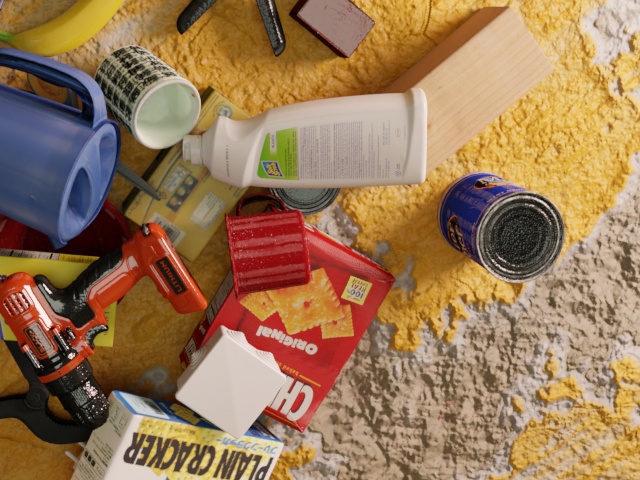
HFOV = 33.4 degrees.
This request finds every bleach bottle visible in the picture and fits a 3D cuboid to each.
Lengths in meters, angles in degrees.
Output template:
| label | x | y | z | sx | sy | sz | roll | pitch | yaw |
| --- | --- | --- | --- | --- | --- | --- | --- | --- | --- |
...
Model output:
| label | x | y | z | sx | sy | sz | roll | pitch | yaw |
| --- | --- | --- | --- | --- | --- | --- | --- | --- | --- |
| bleach bottle | -0.017 | -0.105 | 1.112 | 0.251 | 0.068 | 0.102 | -1 | 108 | -1 |

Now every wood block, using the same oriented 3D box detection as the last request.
| label | x | y | z | sx | sy | sz | roll | pitch | yaw |
| --- | --- | --- | --- | --- | --- | --- | --- | --- | --- |
| wood block | 0.145 | -0.163 | 1.200 | 0.206 | 0.091 | 0.090 | -40 | 107 | -1 |

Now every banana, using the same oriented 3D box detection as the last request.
| label | x | y | z | sx | sy | sz | roll | pitch | yaw |
| --- | --- | --- | --- | --- | --- | --- | --- | --- | --- |
| banana | -0.251 | -0.254 | 1.128 | 0.198 | 0.037 | 0.069 | -39 | 107 | -1 |

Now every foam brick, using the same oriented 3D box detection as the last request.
| label | x | y | z | sx | sy | sz | roll | pitch | yaw |
| --- | --- | --- | --- | --- | --- | --- | --- | --- | --- |
| foam brick | 0.013 | -0.245 | 1.175 | 0.078 | 0.053 | 0.051 | 37 | 93 | -17 |

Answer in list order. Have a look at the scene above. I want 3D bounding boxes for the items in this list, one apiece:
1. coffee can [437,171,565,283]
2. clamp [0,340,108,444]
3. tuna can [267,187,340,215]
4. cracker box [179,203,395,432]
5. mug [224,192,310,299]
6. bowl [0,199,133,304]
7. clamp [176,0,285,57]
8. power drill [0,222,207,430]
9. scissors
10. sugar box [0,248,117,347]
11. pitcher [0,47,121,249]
| label | x | y | z | sx | sy | sz | roll | pitch | yaw |
| --- | --- | --- | --- | --- | --- | --- | --- | --- | --- |
| coffee can | 0.203 | -0.018 | 1.217 | 0.102 | 0.140 | 0.103 | -2 | 103 | -11 |
| clamp | -0.328 | 0.178 | 1.203 | 0.210 | 0.036 | 0.164 | 33 | 96 | -8 |
| tuna can | -0.020 | -0.073 | 1.216 | 0.086 | 0.034 | 0.086 | -2 | 103 | -11 |
| cracker box | -0.039 | 0.090 | 1.229 | 0.164 | 0.072 | 0.214 | 29 | 96 | -15 |
| mug | -0.057 | 0.001 | 1.135 | 0.081 | 0.093 | 0.117 | -8 | 61 | -5 |
| bowl | -0.284 | 0.014 | 1.172 | 0.162 | 0.055 | 0.162 | -2 | 103 | -11 |
| clamp | -0.091 | -0.286 | 1.145 | 0.120 | 0.039 | 0.171 | 1 | 108 | -12 |
| power drill | -0.214 | 0.082 | 1.092 | 0.187 | 0.057 | 0.184 | -30 | 107 | -4 |
| scissors | -0.245 | -0.123 | 1.126 | 0.202 | 0.016 | 0.096 | 24 | 112 | 8 |
| sugar box | -0.304 | 0.059 | 1.124 | 0.176 | 0.048 | 0.093 | 4 | 101 | -13 |
| pitcher | -0.330 | -0.108 | 1.068 | 0.243 | 0.145 | 0.149 | 22 | 72 | 5 |
